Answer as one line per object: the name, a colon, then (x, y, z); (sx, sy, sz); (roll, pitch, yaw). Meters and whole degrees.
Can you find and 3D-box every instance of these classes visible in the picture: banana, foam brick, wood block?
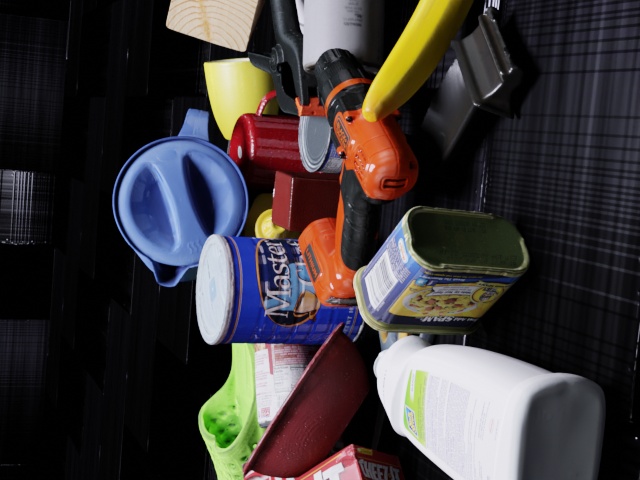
banana: (0.087, -0.181, 0.823); (0.037, 0.069, 0.198); (33, 108, 32)
foam brick: (-0.003, -0.037, 1.026); (0.051, 0.078, 0.053); (-153, 68, -65)
wood block: (-0.100, -0.302, 1.190); (0.206, 0.090, 0.091); (-79, 7, -56)

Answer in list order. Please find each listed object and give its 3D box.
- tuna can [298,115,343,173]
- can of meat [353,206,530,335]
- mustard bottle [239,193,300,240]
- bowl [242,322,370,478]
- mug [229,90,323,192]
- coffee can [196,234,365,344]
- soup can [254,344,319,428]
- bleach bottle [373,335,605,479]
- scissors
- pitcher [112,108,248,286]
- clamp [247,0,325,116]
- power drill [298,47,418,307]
tuna can: (0.009, -0.110, 1.064); (0.086, 0.033, 0.086); (-177, 90, -68)
can of meat: (0.087, 0.022, 0.768); (0.084, 0.102, 0.057); (123, 143, -48)
mustard bottle: (-0.058, 0.001, 1.137); (0.192, 0.058, 0.096); (137, 138, -75)
bowl: (-0.003, 0.154, 0.949); (0.162, 0.055, 0.162); (-56, -6, -9)
mug: (-0.046, -0.104, 1.134); (0.093, 0.081, 0.117); (-129, 46, -59)
coffee can: (-0.038, 0.049, 1.018); (0.103, 0.140, 0.103); (-177, 90, -68)
soup can: (-0.032, 0.138, 1.091); (0.069, 0.068, 0.102); (146, 123, -63)
bleach bottle: (0.102, 0.115, 0.767); (0.251, 0.068, 0.102); (-156, 69, -67)
scissors: (0.067, 0.124, 0.918); (0.096, 0.016, 0.202); (-167, 80, -68)
pitcher: (-0.149, -0.032, 1.164); (0.145, 0.149, 0.243); (53, 169, 2)
clamp: (-0.031, -0.192, 1.064); (0.171, 0.039, 0.120); (-122, 30, -44)
power drill: (0.023, -0.051, 0.921); (0.184, 0.057, 0.188); (-110, 22, -47)
